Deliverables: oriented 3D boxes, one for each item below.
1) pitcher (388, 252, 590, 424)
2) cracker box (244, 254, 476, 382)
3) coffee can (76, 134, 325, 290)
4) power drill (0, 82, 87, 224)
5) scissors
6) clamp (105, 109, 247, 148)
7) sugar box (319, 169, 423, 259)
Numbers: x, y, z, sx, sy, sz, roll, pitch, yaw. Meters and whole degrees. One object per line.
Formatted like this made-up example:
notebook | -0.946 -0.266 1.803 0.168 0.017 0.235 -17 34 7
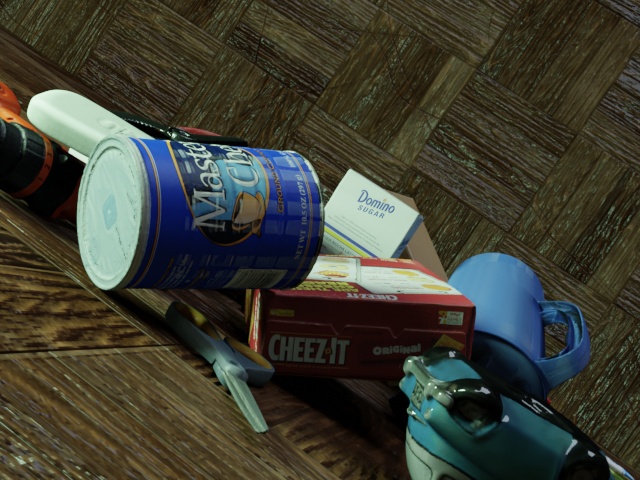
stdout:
pitcher | 0.173 0.099 1.059 0.149 0.145 0.242 24 25 5
cracker box | 0.022 0.061 0.897 0.164 0.072 0.214 3 8 -7
coffee can | -0.083 -0.016 0.736 0.140 0.103 0.103 2 22 -35
power drill | -0.262 -0.086 0.855 0.188 0.057 0.184 39 1 35
scissors | -0.046 0.092 0.699 0.096 0.016 0.202 33 3 -34
clamp | -0.115 -0.071 0.918 0.209 0.036 0.165 12 17 -38
sugar box | 0.024 0.023 1.137 0.093 0.176 0.048 35 3 15
